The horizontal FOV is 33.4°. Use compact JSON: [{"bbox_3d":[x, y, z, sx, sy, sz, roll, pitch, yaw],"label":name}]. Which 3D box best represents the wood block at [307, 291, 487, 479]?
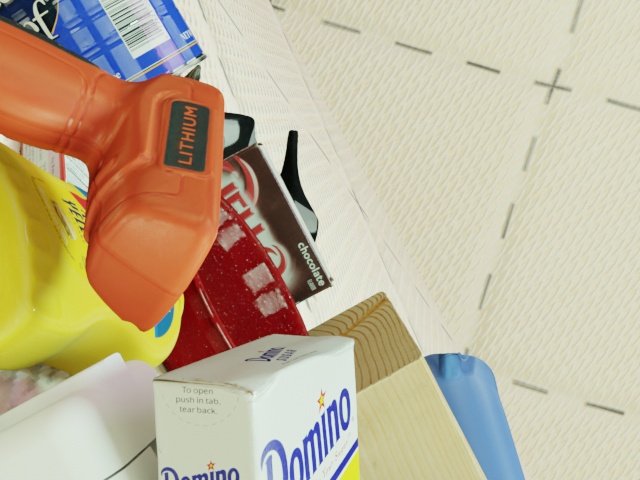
[{"bbox_3d":[0.057,0.152,0.749,0.206,0.091,0.090,61,1,-30],"label":"wood block"}]

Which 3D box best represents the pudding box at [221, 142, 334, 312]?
[{"bbox_3d":[-0.055,0.001,0.738,0.113,0.090,0.039,61,7,-6],"label":"pudding box"}]

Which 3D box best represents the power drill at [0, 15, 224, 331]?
[{"bbox_3d":[-0.123,-0.042,0.336,0.187,0.057,0.184,27,32,-20],"label":"power drill"}]

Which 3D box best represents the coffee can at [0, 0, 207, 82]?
[{"bbox_3d":[-0.145,-0.143,0.620,0.140,0.103,0.103,60,9,-13],"label":"coffee can"}]

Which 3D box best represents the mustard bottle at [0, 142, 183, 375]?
[{"bbox_3d":[-0.108,0.017,0.472,0.096,0.058,0.191,59,7,19],"label":"mustard bottle"}]

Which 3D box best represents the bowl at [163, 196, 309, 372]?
[{"bbox_3d":[-0.062,0.046,0.645,0.162,0.055,0.162,56,13,-21],"label":"bowl"}]

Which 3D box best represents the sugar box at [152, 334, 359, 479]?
[{"bbox_3d":[-0.017,0.128,0.392,0.093,0.048,0.176,-13,104,-66],"label":"sugar box"}]
